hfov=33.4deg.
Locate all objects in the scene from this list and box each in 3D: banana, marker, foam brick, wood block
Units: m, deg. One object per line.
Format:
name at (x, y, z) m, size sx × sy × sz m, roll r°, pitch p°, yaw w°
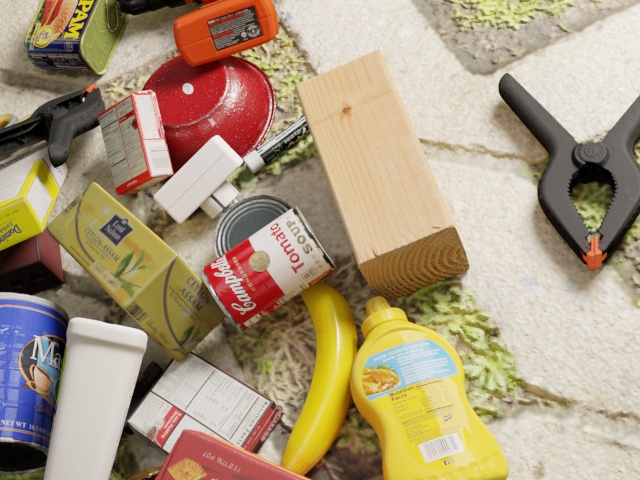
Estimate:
banana at (0.000, 0.113, 0.938) m, size 0.070 × 0.037 × 0.198 m, roll -14°, pitch 57°, yaw 22°
marker at (-0.025, -0.111, 1.075) m, size 0.121 × 0.020 × 0.020 m, roll -37°, pitch 58°, yaw -4°
foam brick at (-0.306, 0.023, 1.072) m, size 0.078 × 0.053 × 0.051 m, roll -19°, pitch 59°, yaw 8°
wood block at (0.055, -0.060, 0.982) m, size 0.091 × 0.090 × 0.206 m, roll -22°, pitch 59°, yaw 6°

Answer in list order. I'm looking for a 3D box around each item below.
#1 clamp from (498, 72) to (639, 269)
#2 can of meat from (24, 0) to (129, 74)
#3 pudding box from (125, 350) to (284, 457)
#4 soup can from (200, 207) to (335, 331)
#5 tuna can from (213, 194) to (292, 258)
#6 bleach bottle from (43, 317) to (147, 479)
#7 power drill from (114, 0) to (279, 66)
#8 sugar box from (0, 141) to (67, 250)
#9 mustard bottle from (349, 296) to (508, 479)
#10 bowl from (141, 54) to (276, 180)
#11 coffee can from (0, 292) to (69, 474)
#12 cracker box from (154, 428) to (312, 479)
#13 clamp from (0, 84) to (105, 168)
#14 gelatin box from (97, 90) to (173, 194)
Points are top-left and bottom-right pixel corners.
clamp at (0.234, -0.075, 0.964) m, size 0.165 × 0.036 × 0.210 m, roll 3°, pitch 64°, yaw 19°
can of meat at (-0.275, -0.239, 1.202) m, size 0.084 × 0.057 × 0.102 m, roll 6°, pitch 64°, yaw 23°
pudding box at (-0.103, 0.158, 0.945) m, size 0.114 × 0.039 × 0.090 m, roll 28°, pitch 72°, yaw 26°
soup can at (-0.046, 0.025, 0.945) m, size 0.102 × 0.068 × 0.068 m, roll -34°, pitch 58°, yaw 2°
tuna can at (-0.057, 0.001, 1.017) m, size 0.086 × 0.033 × 0.086 m, roll -7°, pitch 61°, yaw 13°
bleach bottle at (-0.205, 0.195, 0.904) m, size 0.068 × 0.103 × 0.251 m, roll 12°, pitch 81°, yaw -8°
power drill at (-0.126, -0.255, 1.128) m, size 0.184 × 0.057 × 0.188 m, roll -20°, pitch 38°, yaw 0°
sugar box at (-0.310, -0.040, 1.061) m, size 0.093 × 0.048 × 0.176 m, roll -23°, pitch 21°, yaw 6°
mustard bottle at (0.077, 0.129, 0.890) m, size 0.096 × 0.058 × 0.192 m, roll -16°, pitch 58°, yaw -8°
bowl at (-0.130, -0.141, 1.104) m, size 0.162 × 0.055 × 0.162 m, roll -7°, pitch 61°, yaw 13°
coffee can at (-0.289, 0.132, 0.979) m, size 0.103 × 0.102 × 0.140 m, roll -9°, pitch 61°, yaw 13°
cracker box at (-0.010, 0.222, 0.778) m, size 0.164 × 0.213 × 0.072 m, roll 18°, pitch 69°, yaw 25°
clamp at (-0.267, -0.116, 1.094) m, size 0.120 × 0.039 × 0.171 m, roll 14°, pitch 37°, yaw 28°
gelatin box at (-0.186, -0.098, 1.074) m, size 0.073 × 0.030 × 0.089 m, roll -20°, pitch 82°, yaw 49°
